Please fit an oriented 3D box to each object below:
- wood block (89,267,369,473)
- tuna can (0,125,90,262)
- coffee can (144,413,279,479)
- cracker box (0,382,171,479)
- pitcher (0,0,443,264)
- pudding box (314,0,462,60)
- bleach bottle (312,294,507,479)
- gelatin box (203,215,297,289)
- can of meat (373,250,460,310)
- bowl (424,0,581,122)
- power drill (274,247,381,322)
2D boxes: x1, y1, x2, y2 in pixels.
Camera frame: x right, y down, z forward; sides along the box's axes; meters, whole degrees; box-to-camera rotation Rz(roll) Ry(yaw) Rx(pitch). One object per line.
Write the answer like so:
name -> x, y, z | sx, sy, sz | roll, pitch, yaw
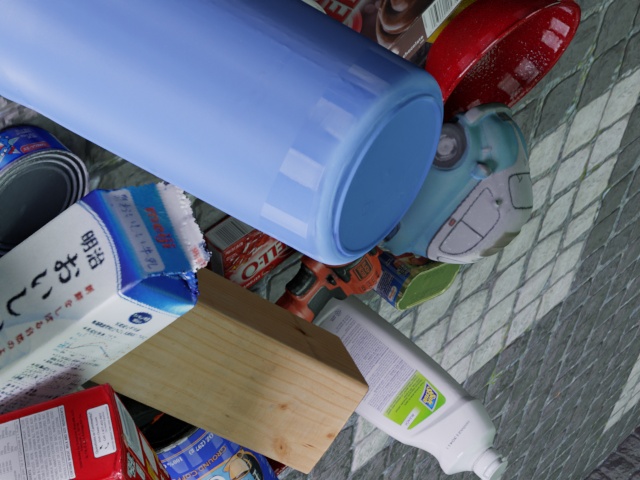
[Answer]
wood block -> -0.077, 0.087, 0.823 | 0.205, 0.091, 0.090 | 29, 102, -26
tuna can -> -0.192, -0.030, 0.679 | 0.086, 0.034, 0.086 | -36, 150, -25
coffee can -> -0.104, 0.205, 0.964 | 0.102, 0.103, 0.140 | -39, 118, -20
cracker box -> -0.212, 0.185, 0.699 | 0.213, 0.072, 0.164 | -17, 147, -3
pitcher -> -0.057, -0.085, 0.581 | 0.149, 0.243, 0.145 | -32, 145, -46
pudding box -> 0.038, -0.171, 0.784 | 0.113, 0.090, 0.039 | -46, 154, -9
bleach bottle -> 0.080, 0.158, 1.081 | 0.102, 0.251, 0.068 | -55, 152, 10
gelatin box -> -0.056, 0.001, 0.924 | 0.089, 0.030, 0.073 | -36, 150, -24
can of meat -> 0.084, 0.021, 1.099 | 0.101, 0.084, 0.057 | -18, 139, -45
bowl -> 0.142, -0.159, 0.909 | 0.162, 0.055, 0.162 | -34, 161, -14
power drill -> -0.030, 0.051, 0.932 | 0.187, 0.057, 0.184 | -44, 154, -3
